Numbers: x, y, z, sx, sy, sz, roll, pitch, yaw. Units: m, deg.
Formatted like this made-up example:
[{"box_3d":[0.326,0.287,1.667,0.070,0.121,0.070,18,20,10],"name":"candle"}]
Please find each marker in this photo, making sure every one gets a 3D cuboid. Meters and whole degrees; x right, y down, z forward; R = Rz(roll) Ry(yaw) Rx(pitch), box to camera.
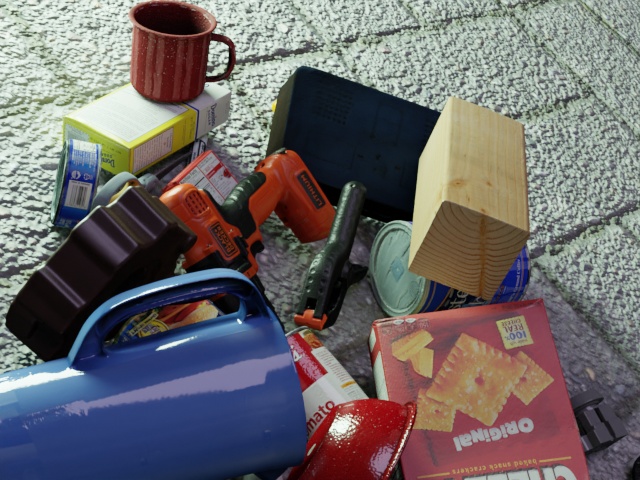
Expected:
[{"box_3d":[-0.137,-0.074,1.148,0.020,0.020,0.121,17,43,-14],"name":"marker"}]

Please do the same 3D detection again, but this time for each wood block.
[{"box_3d":[0.151,-0.048,1.078,0.090,0.091,0.206,20,35,-6],"name":"wood block"}]

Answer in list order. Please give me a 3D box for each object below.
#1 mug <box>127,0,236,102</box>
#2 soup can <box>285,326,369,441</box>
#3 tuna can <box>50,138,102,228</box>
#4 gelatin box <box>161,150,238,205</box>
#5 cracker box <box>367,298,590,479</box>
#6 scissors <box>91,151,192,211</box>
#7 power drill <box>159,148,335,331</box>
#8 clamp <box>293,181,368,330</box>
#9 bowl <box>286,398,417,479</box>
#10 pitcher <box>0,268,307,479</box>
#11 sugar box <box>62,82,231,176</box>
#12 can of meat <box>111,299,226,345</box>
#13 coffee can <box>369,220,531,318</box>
[{"box_3d":[-0.149,-0.199,1.139,0.117,0.081,0.093,5,35,-8],"name":"mug"},{"box_3d":[-0.005,0.139,0.977,0.068,0.069,0.102,-23,64,-42],"name":"soup can"},{"box_3d":[-0.235,-0.053,1.022,0.033,0.086,0.086,10,45,-19],"name":"tuna can"},{"box_3d":[-0.112,-0.039,1.100,0.089,0.030,0.073,51,40,-10],"name":"gelatin box"},{"box_3d":[0.141,0.167,0.959,0.164,0.072,0.214,-6,63,-6],"name":"cracker box"},{"box_3d":[-0.184,-0.039,1.069,0.016,0.096,0.201,30,15,7],"name":"scissors"},{"box_3d":[-0.057,0.001,1.063,0.184,0.057,0.187,58,39,-6],"name":"power drill"},{"box_3d":[0.016,0.036,1.070,0.039,0.120,0.171,7,47,22],"name":"clamp"},{"box_3d":[0.013,0.186,0.866,0.055,0.162,0.162,33,41,-1],"name":"bowl"},{"box_3d":[-0.141,0.126,0.825,0.242,0.145,0.149,-10,65,-18],"name":"pitcher"},{"box_3d":[-0.183,-0.131,1.146,0.093,0.048,0.175,27,36,22],"name":"sugar box"},{"box_3d":[-0.125,0.093,0.963,0.084,0.058,0.101,39,42,13],"name":"can of meat"},{"box_3d":[0.138,0.029,1.140,0.140,0.103,0.103,-1,50,-31],"name":"coffee can"}]
